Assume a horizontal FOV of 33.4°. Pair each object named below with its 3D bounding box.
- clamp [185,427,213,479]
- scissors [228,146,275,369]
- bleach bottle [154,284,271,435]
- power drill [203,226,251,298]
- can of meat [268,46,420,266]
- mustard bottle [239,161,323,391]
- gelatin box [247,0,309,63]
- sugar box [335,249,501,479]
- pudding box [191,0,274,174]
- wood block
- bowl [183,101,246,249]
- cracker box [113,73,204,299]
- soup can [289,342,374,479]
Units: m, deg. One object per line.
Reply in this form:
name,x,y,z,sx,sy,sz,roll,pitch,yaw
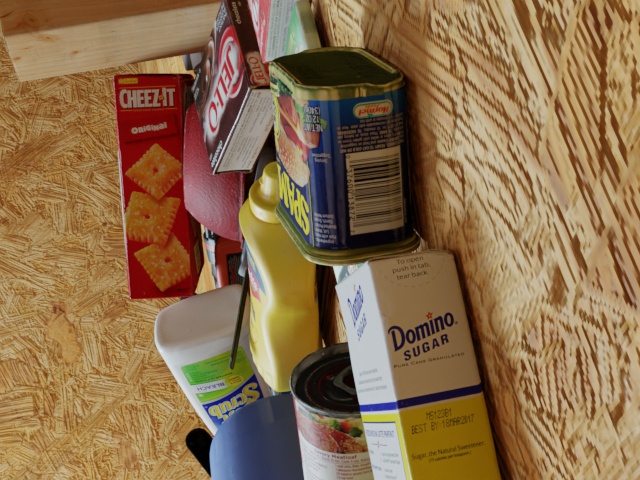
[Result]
clamp,-0.056,0.279,1.045,0.210,0.036,0.165,55,176,-40
scissors,-0.056,0.001,0.878,0.201,0.016,0.096,-84,4,-49
bleach bottle,-0.077,0.157,1.093,0.068,0.102,0.250,-100,-11,-48
power drill,-0.095,0.016,1.160,0.188,0.057,0.184,-119,21,-61
can of meat,0.009,-0.045,0.524,0.102,0.057,0.084,-126,30,-66
mustard bottle,-0.028,0.019,0.792,0.096,0.058,0.192,-101,8,-45
gelatin box,-0.031,-0.168,0.681,0.089,0.030,0.073,103,154,-67
sugar box,0.049,0.097,0.486,0.093,0.048,0.176,133,129,-78
pudding box,-0.064,-0.119,0.834,0.114,0.039,0.090,118,142,-53
wood block,-0.180,-0.216,0.957,0.090,0.206,0.091,108,149,-71
bowl,-0.093,-0.073,0.962,0.162,0.055,0.162,180,91,-87
cracker box,-0.159,-0.061,1.078,0.164,0.072,0.214,-110,18,-80
soup can,0.022,0.116,0.587,0.068,0.068,0.102,-119,20,-61
